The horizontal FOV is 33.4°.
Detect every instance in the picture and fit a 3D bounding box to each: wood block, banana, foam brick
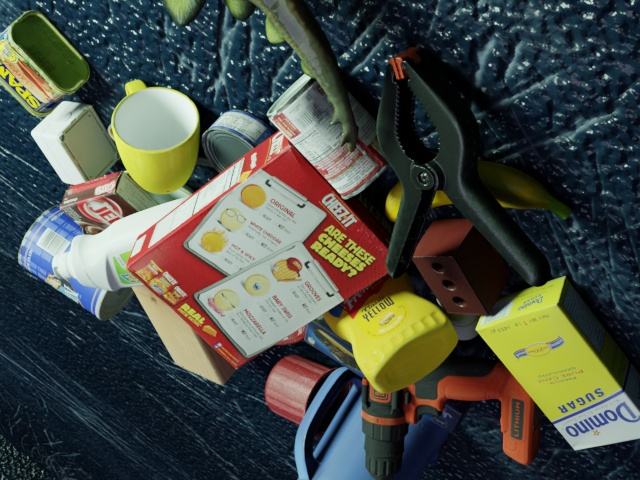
[{"bbox_3d":[-0.163,0.079,1.362,0.091,0.090,0.206,19,146,33],"label":"wood block"},{"bbox_3d":[0.118,-0.039,0.928,0.198,0.037,0.069,3,133,47],"label":"banana"},{"bbox_3d":[0.131,0.024,0.990,0.053,0.051,0.078,0,133,48],"label":"foam brick"}]

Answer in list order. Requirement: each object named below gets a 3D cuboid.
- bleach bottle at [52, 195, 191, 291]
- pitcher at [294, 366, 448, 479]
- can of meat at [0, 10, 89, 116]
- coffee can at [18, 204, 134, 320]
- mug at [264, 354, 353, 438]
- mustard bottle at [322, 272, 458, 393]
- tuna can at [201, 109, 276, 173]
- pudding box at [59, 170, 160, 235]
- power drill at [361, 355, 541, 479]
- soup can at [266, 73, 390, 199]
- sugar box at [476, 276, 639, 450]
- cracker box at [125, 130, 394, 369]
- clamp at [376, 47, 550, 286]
[{"bbox_3d":[-0.188,0.004,1.192,0.251,0.068,0.102,-10,132,17],"label":"bleach bottle"},{"bbox_3d":[0.034,0.279,1.266,0.149,0.242,0.145,27,148,18],"label":"pitcher"},{"bbox_3d":[-0.311,-0.194,1.172,0.102,0.057,0.084,48,147,-18],"label":"can of meat"},{"bbox_3d":[-0.325,0.030,1.459,0.140,0.102,0.103,32,151,12],"label":"coffee can"},{"bbox_3d":[-0.009,0.197,1.374,0.082,0.093,0.117,18,-178,41],"label":"mug"},{"bbox_3d":[0.053,0.066,1.076,0.058,0.096,0.192,56,177,-38],"label":"mustard bottle"},{"bbox_3d":[-0.076,-0.090,1.077,0.086,0.033,0.086,28,150,18],"label":"tuna can"},{"bbox_3d":[-0.231,-0.028,1.243,0.090,0.039,0.113,-12,141,34],"label":"pudding box"},{"bbox_3d":[0.131,0.177,1.104,0.188,0.057,0.184,7,106,21],"label":"power drill"},{"bbox_3d":[0.011,-0.095,0.937,0.102,0.068,0.069,46,150,-13],"label":"soup can"},{"bbox_3d":[0.234,0.120,0.998,0.094,0.048,0.176,-24,114,41],"label":"sugar box"},{"bbox_3d":[-0.054,0.008,1.040,0.214,0.072,0.164,-35,115,22],"label":"cracker box"},{"bbox_3d":[0.090,-0.052,0.881,0.165,0.036,0.210,-8,109,47],"label":"clamp"}]
